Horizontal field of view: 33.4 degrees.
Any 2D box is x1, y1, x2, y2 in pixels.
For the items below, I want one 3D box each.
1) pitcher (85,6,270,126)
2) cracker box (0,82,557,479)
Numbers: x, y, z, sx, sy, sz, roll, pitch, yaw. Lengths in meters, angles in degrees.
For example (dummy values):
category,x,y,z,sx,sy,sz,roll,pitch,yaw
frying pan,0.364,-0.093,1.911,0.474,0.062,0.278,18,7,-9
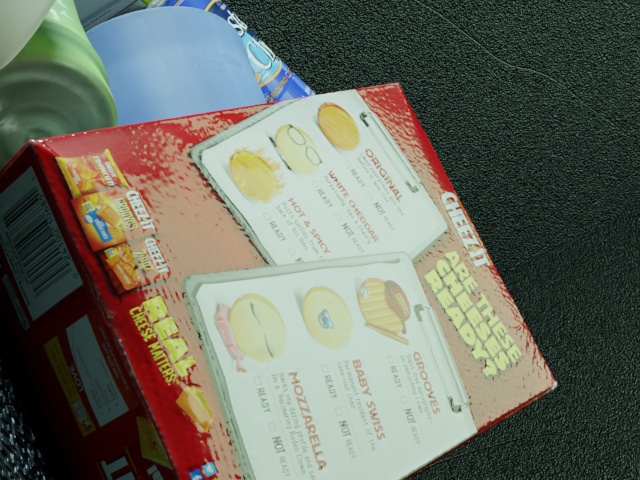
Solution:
category,x,y,z,sx,sy,sz,roll,pitch,yaw
pitcher,-0.054,0.001,0.595,0.145,0.149,0.243,77,-12,-65
cracker box,-0.015,0.030,0.441,0.213,0.072,0.164,-17,78,-48
